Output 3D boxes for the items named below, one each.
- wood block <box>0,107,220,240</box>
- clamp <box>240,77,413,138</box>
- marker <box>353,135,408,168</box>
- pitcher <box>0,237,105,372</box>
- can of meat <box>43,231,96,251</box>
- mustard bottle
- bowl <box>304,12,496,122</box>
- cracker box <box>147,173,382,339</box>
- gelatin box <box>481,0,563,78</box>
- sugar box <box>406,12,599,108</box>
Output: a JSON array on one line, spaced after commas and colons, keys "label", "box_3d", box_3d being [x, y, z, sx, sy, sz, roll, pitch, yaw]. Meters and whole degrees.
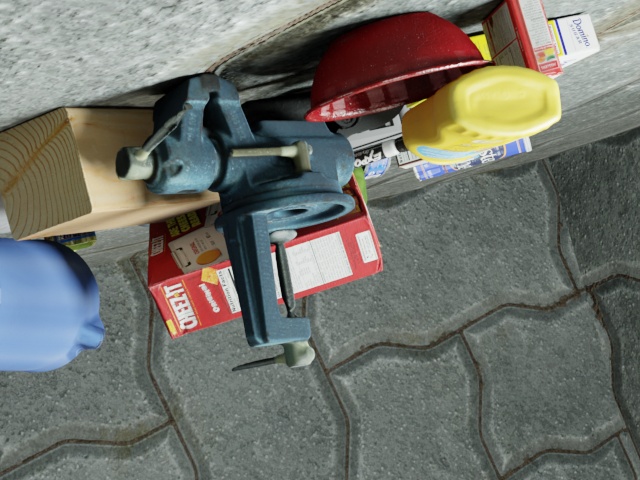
[{"label": "wood block", "box_3d": [-0.178, -0.062, 0.943, 0.091, 0.090, 0.205, -16, 178, 28]}, {"label": "clamp", "box_3d": [0.019, -0.114, 0.983, 0.171, 0.039, 0.120, -22, 145, 8]}, {"label": "marker", "box_3d": [0.052, -0.089, 1.105, 0.121, 0.020, 0.020, -16, 178, 28]}, {"label": "pitcher", "box_3d": [-0.308, 0.052, 0.955, 0.149, 0.145, 0.242, -19, 173, 6]}, {"label": "can of meat", "box_3d": [-0.281, -0.030, 1.165, 0.057, 0.084, 0.102, -15, 179, -15]}, {"label": "mustard bottle", "box_3d": [0.122, -0.100, 0.914, 0.096, 0.058, 0.192, -5, 177, -14]}, {"label": "bowl", "box_3d": [0.058, -0.145, 0.871, 0.162, 0.055, 0.162, -15, 178, -1]}, {"label": "cracker box", "box_3d": [-0.057, 0.001, 1.045, 0.213, 0.072, 0.164, -18, -153, 2]}, {"label": "gelatin box", "box_3d": [0.170, -0.164, 0.906, 0.030, 0.073, 0.089, -16, 178, -7]}, {"label": "sugar box", "box_3d": [0.173, -0.177, 1.043, 0.176, 0.048, 0.093, -18, 180, -24]}]
